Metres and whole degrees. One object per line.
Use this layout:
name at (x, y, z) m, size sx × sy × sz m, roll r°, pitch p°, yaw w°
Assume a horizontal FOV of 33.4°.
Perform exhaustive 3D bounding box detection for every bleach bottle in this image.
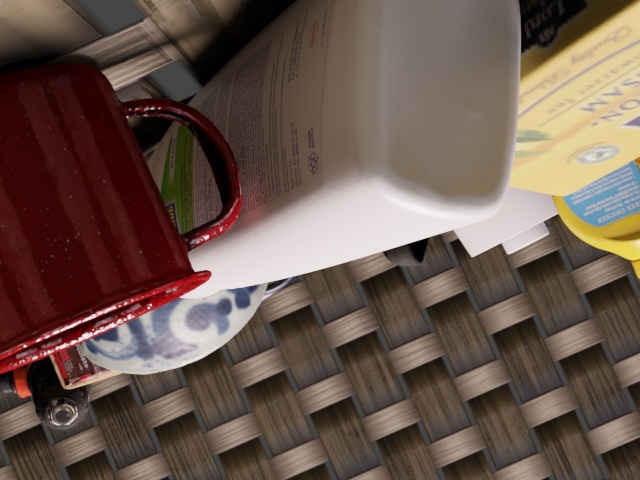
bleach bottle at (-0.026, -0.034, 0.439) m, size 0.068 × 0.102 × 0.251 m, roll 11°, pitch 165°, yaw -30°

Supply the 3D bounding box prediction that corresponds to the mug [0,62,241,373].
mug at (-0.084, -0.011, 0.359) m, size 0.117 × 0.081 × 0.093 m, roll -23°, pitch 177°, yaw -14°

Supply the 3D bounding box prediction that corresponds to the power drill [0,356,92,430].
power drill at (-0.280, 0.126, 0.874) m, size 0.187 × 0.057 × 0.184 m, roll -15°, pitch -162°, yaw -10°
